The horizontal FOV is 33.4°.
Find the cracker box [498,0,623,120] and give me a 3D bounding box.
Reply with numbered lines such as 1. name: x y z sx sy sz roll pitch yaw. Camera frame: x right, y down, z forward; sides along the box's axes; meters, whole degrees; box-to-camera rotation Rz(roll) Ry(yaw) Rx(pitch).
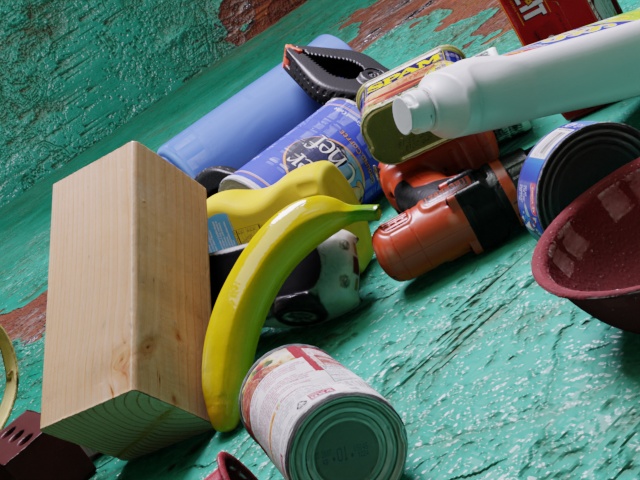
1. cracker box: 0.215 -0.221 0.967 0.072 0.164 0.213 -26 17 24

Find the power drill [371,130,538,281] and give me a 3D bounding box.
1. power drill: 0.119 -0.049 0.831 0.184 0.057 0.187 -27 16 6

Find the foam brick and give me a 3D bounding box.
1. foam brick: -0.218 0.168 0.817 0.053 0.051 0.078 -41 19 -28

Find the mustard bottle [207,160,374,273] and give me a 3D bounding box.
1. mustard bottle: -0.056 0.001 0.902 0.192 0.096 0.058 -15 24 31

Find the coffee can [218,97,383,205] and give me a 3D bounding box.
1. coffee can: -0.010 -0.053 0.993 0.140 0.103 0.103 -39 18 -25

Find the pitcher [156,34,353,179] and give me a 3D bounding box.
1. pitcher: -0.050 -0.113 1.173 0.242 0.145 0.149 -35 -14 -20

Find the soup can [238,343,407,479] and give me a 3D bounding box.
1. soup can: 0.000 0.102 0.588 0.068 0.068 0.102 -35 17 -10

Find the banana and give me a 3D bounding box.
1. banana: -0.037 0.038 0.758 0.070 0.037 0.197 27 77 31

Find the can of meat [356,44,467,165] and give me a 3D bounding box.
1. can of meat: 0.081 -0.110 0.874 0.102 0.057 0.084 -25 20 12

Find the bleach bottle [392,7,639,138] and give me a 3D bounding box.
1. bleach bottle: 0.174 -0.122 0.789 0.250 0.068 0.103 -17 12 -19

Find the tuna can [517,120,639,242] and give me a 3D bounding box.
1. tuna can: 0.163 -0.029 0.640 0.086 0.086 0.034 -34 15 -6

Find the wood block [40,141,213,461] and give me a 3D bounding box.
1. wood block: -0.141 0.044 0.792 0.091 0.090 0.206 -24 54 25

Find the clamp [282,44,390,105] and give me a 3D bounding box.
1. clamp: 0.052 -0.148 1.085 0.210 0.036 0.164 19 39 10
